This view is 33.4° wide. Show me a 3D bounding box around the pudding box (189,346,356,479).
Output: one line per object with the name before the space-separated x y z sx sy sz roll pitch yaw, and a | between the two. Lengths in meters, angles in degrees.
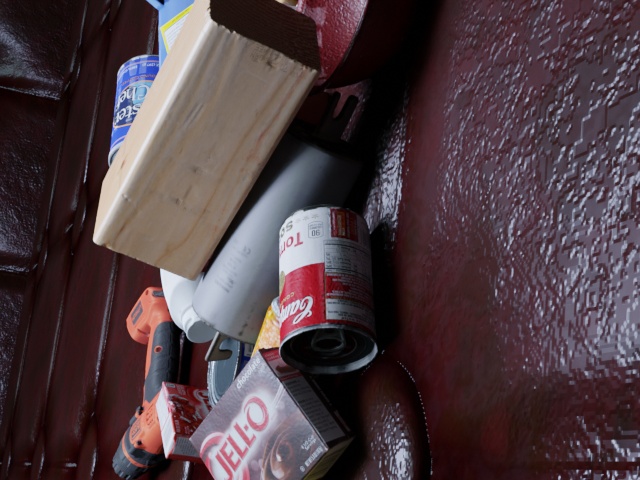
pudding box | -0.037 0.144 0.771 0.090 0.039 0.114 52 123 23

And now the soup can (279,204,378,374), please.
soup can | 0.004 0.034 0.755 0.069 0.068 0.102 128 148 -49

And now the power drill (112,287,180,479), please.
power drill | -0.189 0.162 1.205 0.185 0.057 0.187 -47 39 48

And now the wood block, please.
wood block | -0.089 -0.083 0.808 0.206 0.090 0.091 -56 23 30

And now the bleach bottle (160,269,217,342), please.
bleach bottle | -0.133 -0.005 1.029 0.251 0.068 0.102 -110 10 -48

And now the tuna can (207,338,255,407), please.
tuna can | -0.072 0.111 0.958 0.086 0.033 0.086 -168 90 -69

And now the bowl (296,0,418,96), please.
bowl | 0.032 -0.183 0.818 0.162 0.055 0.162 -168 90 -69

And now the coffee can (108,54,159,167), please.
coffee can | -0.216 -0.154 1.379 0.103 0.102 0.140 130 146 -51

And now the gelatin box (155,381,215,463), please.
gelatin box | -0.106 0.165 0.960 0.089 0.073 0.030 -120 47 -62
